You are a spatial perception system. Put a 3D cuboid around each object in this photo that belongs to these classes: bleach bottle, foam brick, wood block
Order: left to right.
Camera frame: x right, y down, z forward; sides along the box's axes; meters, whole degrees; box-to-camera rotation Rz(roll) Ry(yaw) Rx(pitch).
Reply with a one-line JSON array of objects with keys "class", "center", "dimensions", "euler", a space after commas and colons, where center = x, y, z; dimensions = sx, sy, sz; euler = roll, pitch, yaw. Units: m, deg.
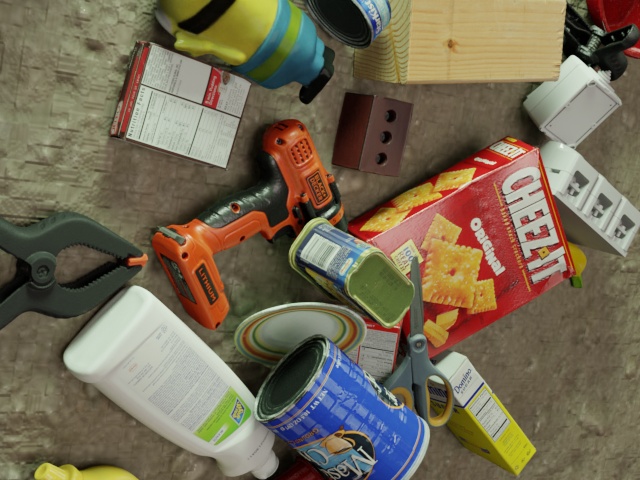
[{"class": "bleach bottle", "center": [-0.125, 0.156, 1.016], "dimensions": [0.102, 0.068, 0.250], "euler": [-49, 125, -14]}, {"class": "foam brick", "center": [0.052, -0.107, 1.079], "dimensions": [0.052, 0.051, 0.078], "euler": [7, 97, -35]}, {"class": "wood block", "center": [0.145, -0.210, 1.094], "dimensions": [0.205, 0.090, 0.091], "euler": [-6, 106, -33]}]

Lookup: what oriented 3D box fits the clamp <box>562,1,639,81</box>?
[{"class": "clamp", "center": [0.309, -0.215, 1.182], "dimensions": [0.039, 0.120, 0.171], "euler": [-52, 147, 3]}]

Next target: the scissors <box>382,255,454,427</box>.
[{"class": "scissors", "center": [0.081, 0.116, 1.073], "dimensions": [0.096, 0.016, 0.201], "euler": [-24, 119, -6]}]

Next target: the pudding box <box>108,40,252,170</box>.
[{"class": "pudding box", "center": [-0.125, -0.120, 0.964], "dimensions": [0.113, 0.039, 0.090], "euler": [16, 92, -34]}]

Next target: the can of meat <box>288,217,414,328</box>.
[{"class": "can of meat", "center": [0.032, 0.033, 1.020], "dimensions": [0.057, 0.084, 0.102], "euler": [-55, 135, -7]}]

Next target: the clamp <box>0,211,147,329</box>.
[{"class": "clamp", "center": [-0.249, 0.015, 0.911], "dimensions": [0.209, 0.036, 0.164], "euler": [-14, 109, -33]}]

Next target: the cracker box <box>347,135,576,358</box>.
[{"class": "cracker box", "center": [0.153, 0.011, 1.138], "dimensions": [0.213, 0.072, 0.164], "euler": [-28, 115, -11]}]

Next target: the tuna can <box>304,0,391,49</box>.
[{"class": "tuna can", "center": [0.025, -0.225, 1.011], "dimensions": [0.033, 0.086, 0.086], "euler": [-49, 123, -17]}]

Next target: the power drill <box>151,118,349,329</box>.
[{"class": "power drill", "center": [-0.057, 0.001, 1.029], "dimensions": [0.187, 0.057, 0.184], "euler": [-38, 123, -23]}]

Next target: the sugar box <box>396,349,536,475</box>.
[{"class": "sugar box", "center": [0.163, 0.186, 1.200], "dimensions": [0.048, 0.093, 0.176], "euler": [-51, 123, -14]}]

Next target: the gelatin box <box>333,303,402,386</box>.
[{"class": "gelatin box", "center": [0.043, 0.114, 1.104], "dimensions": [0.073, 0.030, 0.089], "euler": [10, 117, 7]}]

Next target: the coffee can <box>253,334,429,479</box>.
[{"class": "coffee can", "center": [0.021, 0.173, 1.027], "dimensions": [0.140, 0.103, 0.102], "euler": [42, 76, -17]}]
